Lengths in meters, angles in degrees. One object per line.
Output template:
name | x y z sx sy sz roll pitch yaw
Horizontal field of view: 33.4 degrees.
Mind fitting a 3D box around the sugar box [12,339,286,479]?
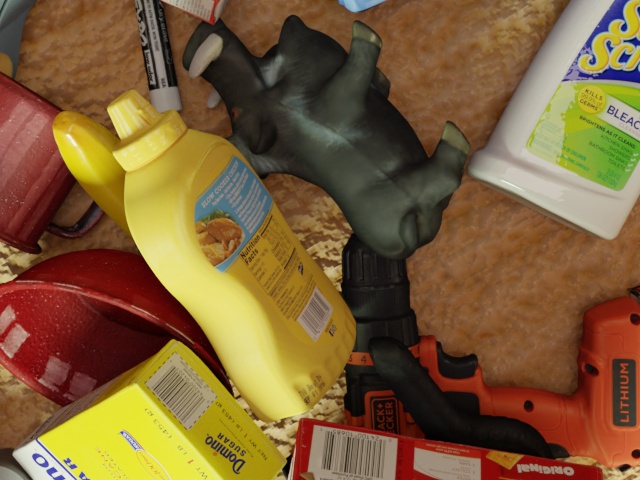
sugar box | -0.107 0.127 0.623 0.093 0.048 0.177 50 136 -6

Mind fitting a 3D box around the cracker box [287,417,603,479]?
cracker box | 0.053 0.199 0.613 0.164 0.072 0.214 9 136 -1

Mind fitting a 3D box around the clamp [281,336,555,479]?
clamp | 0.066 0.130 0.621 0.171 0.039 0.120 32 126 -17

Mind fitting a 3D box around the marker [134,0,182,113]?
marker | -0.106 -0.139 0.665 0.020 0.020 0.121 -10 95 1

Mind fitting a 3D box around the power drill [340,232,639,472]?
power drill | 0.105 0.077 0.669 0.187 0.057 0.184 -3 99 3

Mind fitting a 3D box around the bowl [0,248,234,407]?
bowl | -0.120 0.054 0.639 0.162 0.162 0.055 21 54 -2

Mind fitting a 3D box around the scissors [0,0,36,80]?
scissors | -0.175 -0.143 0.659 0.201 0.096 0.016 -34 52 -21

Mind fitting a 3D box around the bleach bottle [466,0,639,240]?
bleach bottle | 0.188 -0.131 0.646 0.102 0.068 0.251 26 93 -4

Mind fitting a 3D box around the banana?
banana | -0.091 -0.008 0.641 0.197 0.070 0.037 47 73 -25

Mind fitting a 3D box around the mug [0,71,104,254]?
mug | -0.178 -0.044 0.646 0.117 0.093 0.081 33 90 -33

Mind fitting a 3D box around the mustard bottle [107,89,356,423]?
mustard bottle | -0.054 0.001 0.588 0.058 0.096 0.191 -21 112 33
